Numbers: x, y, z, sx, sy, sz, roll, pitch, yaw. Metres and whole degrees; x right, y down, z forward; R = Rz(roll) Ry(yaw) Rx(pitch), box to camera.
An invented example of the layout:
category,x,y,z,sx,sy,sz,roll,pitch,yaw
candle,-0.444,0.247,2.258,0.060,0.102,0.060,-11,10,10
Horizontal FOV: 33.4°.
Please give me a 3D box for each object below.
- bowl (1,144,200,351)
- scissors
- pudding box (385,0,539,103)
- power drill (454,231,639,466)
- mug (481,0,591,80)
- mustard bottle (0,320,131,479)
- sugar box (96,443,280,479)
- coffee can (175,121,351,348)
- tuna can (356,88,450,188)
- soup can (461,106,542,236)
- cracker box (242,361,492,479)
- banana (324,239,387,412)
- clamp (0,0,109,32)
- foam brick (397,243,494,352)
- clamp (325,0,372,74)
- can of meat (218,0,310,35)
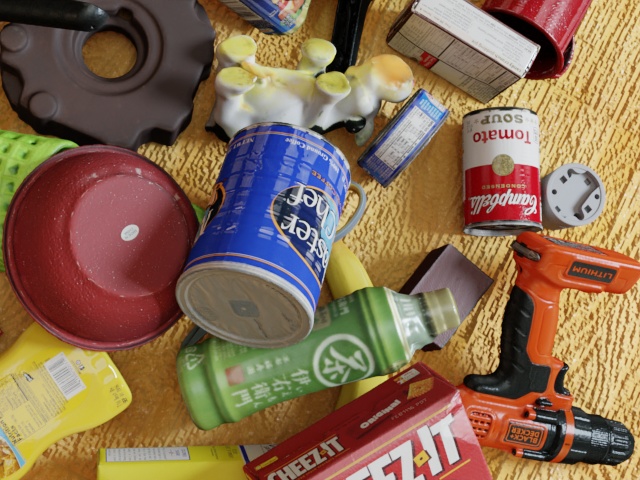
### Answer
category,x,y,z,sx,sy,sz,roll,pitch,yaw
bowl,-0.152,0.001,0.800,0.161,0.055,0.162,6,78,-29
scissors,-0.056,0.001,0.893,0.201,0.016,0.096,-33,72,-3
pudding box,0.120,-0.169,0.919,0.113,0.090,0.039,29,78,-7
power drill,0.203,0.096,0.891,0.184,0.057,0.188,13,99,-19
mug,0.194,-0.195,0.946,0.117,0.093,0.081,44,68,-35
mustard bottle,-0.247,0.136,0.814,0.191,0.058,0.096,-33,94,-15
sugar box,-0.086,0.210,0.836,0.176,0.048,0.093,0,98,-9
coffee can,-0.040,-0.004,0.807,0.102,0.103,0.140,22,55,-9
tuna can,0.069,-0.087,0.899,0.034,0.086,0.086,41,76,-3
soup can,0.156,-0.058,0.923,0.068,0.069,0.102,2,81,-12
cracker box,0.059,0.228,0.820,0.164,0.072,0.213,-29,113,-16
banana,0.023,0.096,0.888,0.069,0.037,0.198,8,81,-11
clamp,-0.262,-0.189,0.823,0.210,0.036,0.164,-29,65,8
foam brick,0.098,0.049,0.903,0.051,0.053,0.078,41,77,-4
clamp,0.030,-0.219,0.920,0.039,0.120,0.171,20,59,30
can of meat,-0.047,-0.233,0.891,0.083,0.058,0.102,29,74,-49
